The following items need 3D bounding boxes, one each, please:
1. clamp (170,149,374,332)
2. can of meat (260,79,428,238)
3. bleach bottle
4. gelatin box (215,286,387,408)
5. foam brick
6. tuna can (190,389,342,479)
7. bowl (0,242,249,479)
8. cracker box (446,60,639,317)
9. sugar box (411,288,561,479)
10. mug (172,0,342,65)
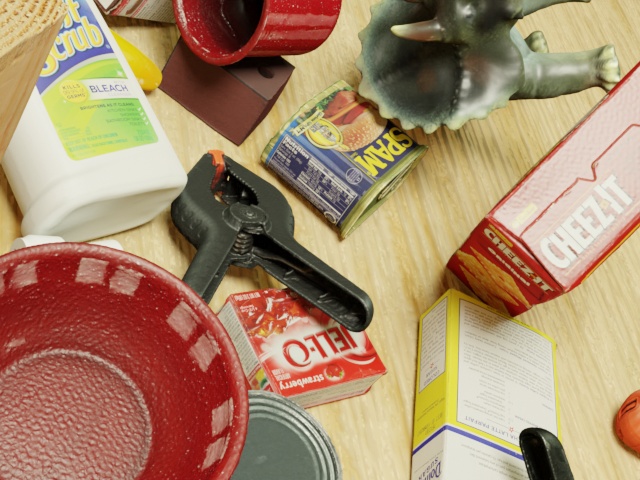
[{"bbox_3d":[-0.054,0.001,0.647,0.120,0.039,0.172,3,32,-35],"label":"clamp"},{"bbox_3d":[0.017,-0.062,0.772,0.084,0.058,0.101,41,40,6],"label":"can of meat"},{"bbox_3d":[-0.178,-0.122,0.645,0.102,0.068,0.251,-17,73,-45],"label":"bleach bottle"},{"bbox_3d":[-0.011,0.064,0.655,0.089,0.030,0.073,-7,58,-40],"label":"gelatin box"},{"bbox_3d":[-0.067,-0.117,0.762,0.078,0.051,0.053,36,40,-4],"label":"foam brick"},{"bbox_3d":[-0.033,0.127,0.579,0.086,0.034,0.086,20,44,-21],"label":"tuna can"},{"bbox_3d":[-0.119,0.082,0.529,0.162,0.055,0.162,14,52,-19],"label":"bowl"},{"bbox_3d":[0.171,-0.030,0.698,0.164,0.214,0.072,-45,84,-6],"label":"cracker box"},{"bbox_3d":[0.106,0.123,0.679,0.093,0.048,0.176,26,46,-16],"label":"sugar box"},{"bbox_3d":[-0.048,-0.169,0.725,0.117,0.093,0.081,21,22,38],"label":"mug"}]
